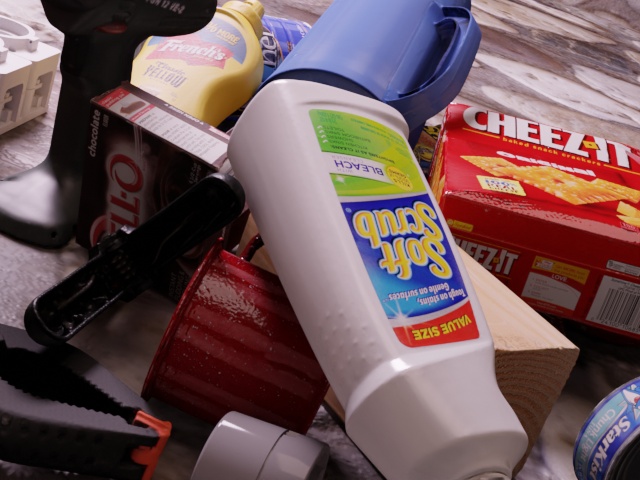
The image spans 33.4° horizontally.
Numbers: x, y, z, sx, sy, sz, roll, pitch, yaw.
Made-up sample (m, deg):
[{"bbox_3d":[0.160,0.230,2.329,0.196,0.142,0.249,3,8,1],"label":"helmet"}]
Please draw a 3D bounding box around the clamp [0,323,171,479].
[{"bbox_3d":[-0.172,0.058,0.485,0.210,0.036,0.164,26,16,8],"label":"clamp"}]

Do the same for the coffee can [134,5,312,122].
[{"bbox_3d":[-0.083,-0.159,0.967,0.140,0.103,0.103,3,28,-35],"label":"coffee can"}]

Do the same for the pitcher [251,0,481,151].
[{"bbox_3d":[0.055,-0.152,0.899,0.149,0.145,0.242,23,48,7],"label":"pitcher"}]

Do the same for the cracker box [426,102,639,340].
[{"bbox_3d":[0.159,-0.023,0.760,0.164,0.072,0.213,15,25,1],"label":"cracker box"}]

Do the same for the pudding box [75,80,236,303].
[{"bbox_3d":[-0.098,-0.026,0.639,0.090,0.114,0.039,28,38,14],"label":"pudding box"}]

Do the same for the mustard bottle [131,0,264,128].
[{"bbox_3d":[-0.100,-0.130,0.836,0.096,0.058,0.191,22,53,20],"label":"mustard bottle"}]

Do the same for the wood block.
[{"bbox_3d":[0.039,0.043,0.628,0.090,0.091,0.206,3,28,-36],"label":"wood block"}]

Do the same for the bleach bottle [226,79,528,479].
[{"bbox_3d":[0.035,0.029,0.496,0.102,0.068,0.251,12,38,-35],"label":"bleach bottle"}]

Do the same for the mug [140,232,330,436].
[{"bbox_3d":[-0.030,0.048,0.547,0.081,0.093,0.117,25,62,0],"label":"mug"}]

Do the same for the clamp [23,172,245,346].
[{"bbox_3d":[-0.109,0.017,0.562,0.120,0.172,0.039,-32,92,-22],"label":"clamp"}]
